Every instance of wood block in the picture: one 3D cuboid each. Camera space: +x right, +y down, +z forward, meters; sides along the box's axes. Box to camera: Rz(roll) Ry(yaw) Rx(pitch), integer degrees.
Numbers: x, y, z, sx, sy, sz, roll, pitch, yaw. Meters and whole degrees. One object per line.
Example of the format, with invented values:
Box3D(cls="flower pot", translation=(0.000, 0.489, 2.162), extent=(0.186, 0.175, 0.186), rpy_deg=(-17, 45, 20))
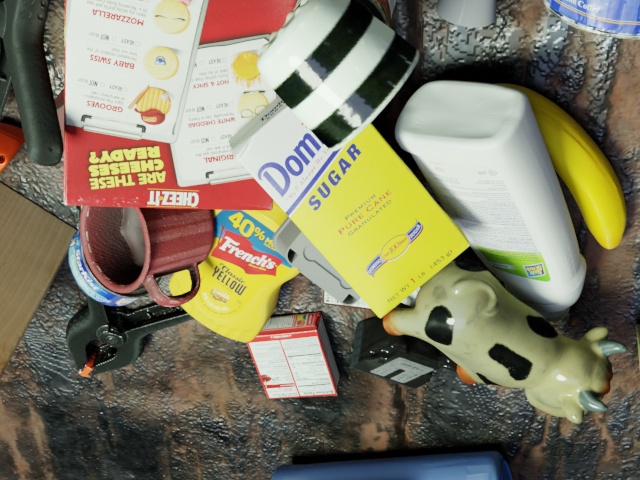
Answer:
Box3D(cls="wood block", translation=(-0.302, 0.056, 0.939), extent=(0.090, 0.206, 0.090), rpy_deg=(34, 127, -16))

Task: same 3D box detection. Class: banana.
Box3D(cls="banana", translation=(0.189, -0.066, 0.849), extent=(0.197, 0.037, 0.070), rpy_deg=(39, 153, -15))

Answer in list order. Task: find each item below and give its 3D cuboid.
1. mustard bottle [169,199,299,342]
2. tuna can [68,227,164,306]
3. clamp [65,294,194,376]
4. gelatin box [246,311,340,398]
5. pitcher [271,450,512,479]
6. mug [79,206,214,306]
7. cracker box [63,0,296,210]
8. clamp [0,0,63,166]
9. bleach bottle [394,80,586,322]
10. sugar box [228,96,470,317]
Box3D(cls="mustard bottle", translation=(-0.056, 0.001, 0.937), extent=(0.096, 0.058, 0.192), rpy_deg=(36, 127, 1))
Box3D(cls="tuna can", translation=(-0.181, 0.015, 0.956), extent=(0.086, 0.086, 0.034), rpy_deg=(40, 141, -19))
Box3D(cls="clamp", translation=(-0.190, 0.083, 1.043), extent=(0.120, 0.039, 0.172), rpy_deg=(22, 138, -9))
Box3D(cls="gelatin box", translation=(-0.026, 0.113, 1.038), extent=(0.073, 0.030, 0.089), rpy_deg=(-6, 126, 15))
Box3D(cls="pitcher", translation=(0.072, 0.280, 1.082), extent=(0.243, 0.149, 0.145), rpy_deg=(-11, 113, 16))
Box3D(cls="mug", translation=(-0.139, 0.001, 0.909), extent=(0.093, 0.081, 0.117), rpy_deg=(-40, 73, 41))
Box3D(cls="cracker box", translation=(-0.109, -0.131, 0.799), extent=(0.164, 0.072, 0.214), rpy_deg=(2, 122, -11))
Box3D(cls="clamp", translation=(-0.237, -0.161, 0.812), extent=(0.165, 0.036, 0.210), rpy_deg=(4, 95, 53))
Box3D(cls="bleach bottle", translation=(0.150, -0.017, 0.860), extent=(0.103, 0.068, 0.250), rpy_deg=(12, 149, 36))
Box3D(cls="sugar box", translation=(0.023, -0.035, 0.798), extent=(0.093, 0.048, 0.176), rpy_deg=(-41, 113, 6))
